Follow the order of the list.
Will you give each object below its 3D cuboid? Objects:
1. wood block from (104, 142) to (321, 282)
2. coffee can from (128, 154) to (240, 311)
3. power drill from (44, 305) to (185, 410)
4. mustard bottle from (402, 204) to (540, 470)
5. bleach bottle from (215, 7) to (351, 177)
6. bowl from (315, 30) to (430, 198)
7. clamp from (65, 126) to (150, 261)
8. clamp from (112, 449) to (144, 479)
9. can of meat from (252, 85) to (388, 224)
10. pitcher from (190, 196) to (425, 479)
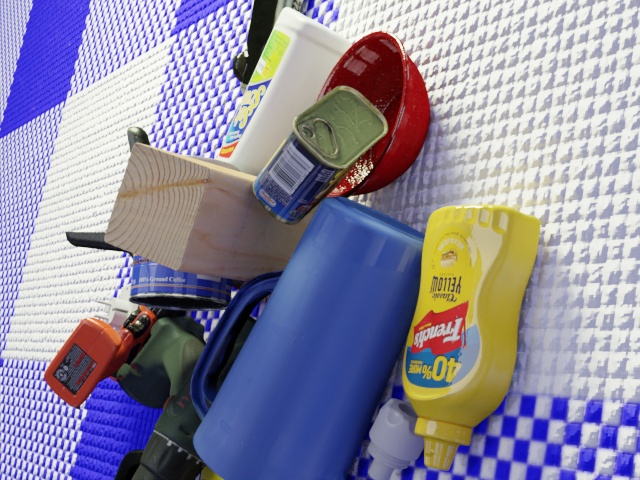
[{"bbox_3d":[-0.080,-0.017,0.955,0.091,0.205,0.090,20,94,33],"label":"wood block"},{"bbox_3d":[-0.135,-0.005,1.071,0.103,0.102,0.140,-14,70,57],"label":"coffee can"},{"bbox_3d":[-0.221,0.108,1.225,0.185,0.057,0.187,-54,-11,18],"label":"power drill"},{"bbox_3d":[0.103,0.072,0.782,0.096,0.058,0.191,-1,74,54],"label":"mustard bottle"},{"bbox_3d":[-0.061,-0.119,1.139,0.251,0.068,0.103,-62,26,11],"label":"bleach bottle"},{"bbox_3d":[0.051,-0.105,0.968,0.162,0.055,0.162,-36,46,47],"label":"bowl"},{"bbox_3d":[-0.187,-0.018,1.193,0.210,0.036,0.165,36,107,27],"label":"clamp"},{"bbox_3d":[-0.228,0.293,1.244,0.120,0.039,0.172,49,116,35],"label":"clamp"},{"bbox_3d":[-0.002,-0.070,0.888,0.084,0.057,0.101,-49,-4,41],"label":"can of meat"},{"bbox_3d":[-0.006,0.087,0.887,0.145,0.149,0.243,-119,54,-78],"label":"pitcher"}]
